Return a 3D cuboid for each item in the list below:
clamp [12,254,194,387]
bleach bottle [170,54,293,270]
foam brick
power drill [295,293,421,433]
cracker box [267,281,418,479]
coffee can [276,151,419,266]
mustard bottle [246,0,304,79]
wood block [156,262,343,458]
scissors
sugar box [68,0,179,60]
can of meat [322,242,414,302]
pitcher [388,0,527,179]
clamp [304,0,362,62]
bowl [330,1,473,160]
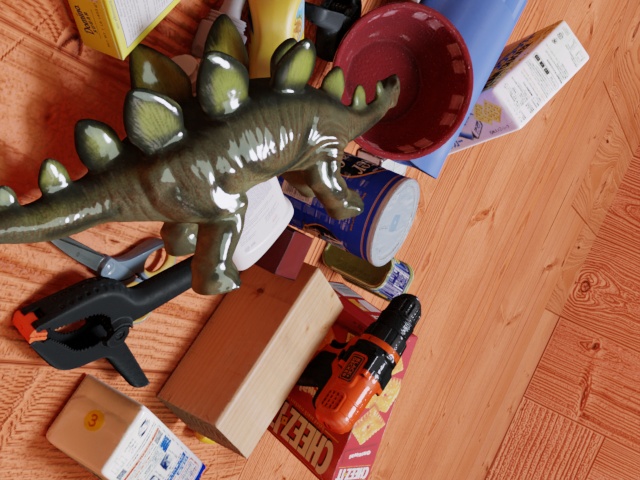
[{"bbox_3d":[-0.190,0.081,0.955,0.209,0.036,0.165,-6,132,-53],"label":"clamp"},{"bbox_3d":[-0.093,-0.079,0.992,0.102,0.068,0.251,-52,152,-24],"label":"bleach bottle"},{"bbox_3d":[-0.057,0.001,1.128,0.051,0.078,0.053,-64,157,1],"label":"foam brick"},{"bbox_3d":[0.008,0.120,1.243,0.184,0.188,0.057,-53,134,-22],"label":"power drill"},{"bbox_3d":[0.018,0.179,1.353,0.071,0.164,0.214,6,109,-40],"label":"cracker box"},{"bbox_3d":[0.023,-0.045,1.173,0.102,0.140,0.103,-47,151,-36],"label":"coffee can"},{"bbox_3d":[-0.040,-0.197,0.972,0.096,0.058,0.192,-84,177,-48],"label":"mustard bottle"},{"bbox_3d":[-0.074,0.121,1.180,0.206,0.091,0.090,-56,145,-19],"label":"wood block"},{"bbox_3d":[-0.178,0.011,0.953,0.096,0.016,0.201,-53,155,-20],"label":"scissors"},{"bbox_3d":[-0.121,-0.229,0.802,0.176,0.048,0.093,-56,155,-30],"label":"sugar box"},{"bbox_3d":[0.060,0.034,1.387,0.057,0.102,0.083,-63,155,-2],"label":"can of meat"},{"bbox_3d":[0.134,-0.203,1.242,0.144,0.149,0.243,27,96,-41],"label":"pitcher"},{"bbox_3d":[0.022,-0.242,1.077,0.120,0.039,0.171,-59,171,-9],"label":"clamp"},{"bbox_3d":[0.077,-0.166,1.115,0.162,0.055,0.162,-3,99,-20],"label":"bowl"}]
